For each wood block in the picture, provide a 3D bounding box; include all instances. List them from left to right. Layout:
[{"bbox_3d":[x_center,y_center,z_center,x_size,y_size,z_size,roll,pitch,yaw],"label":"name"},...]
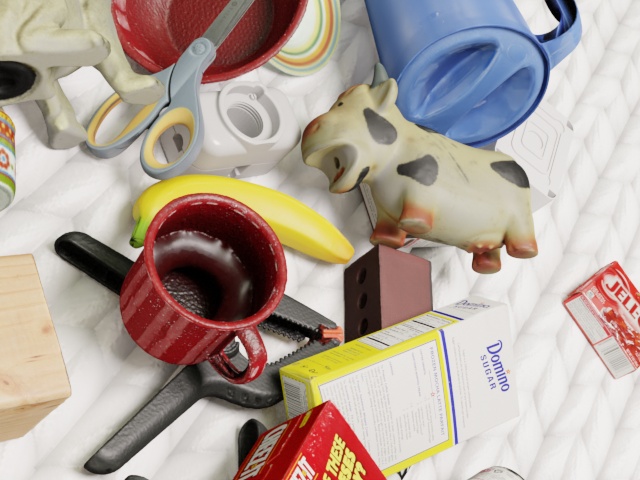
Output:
[{"bbox_3d":[-0.254,0.073,0.570,0.205,0.091,0.090,-7,69,-38],"label":"wood block"}]

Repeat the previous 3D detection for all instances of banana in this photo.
[{"bbox_3d":[-0.063,-0.016,0.794,0.197,0.037,0.069,4,61,-37],"label":"banana"}]

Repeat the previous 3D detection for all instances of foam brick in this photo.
[{"bbox_3d":[0.053,0.053,0.827,0.051,0.053,0.078,17,55,-27],"label":"foam brick"}]

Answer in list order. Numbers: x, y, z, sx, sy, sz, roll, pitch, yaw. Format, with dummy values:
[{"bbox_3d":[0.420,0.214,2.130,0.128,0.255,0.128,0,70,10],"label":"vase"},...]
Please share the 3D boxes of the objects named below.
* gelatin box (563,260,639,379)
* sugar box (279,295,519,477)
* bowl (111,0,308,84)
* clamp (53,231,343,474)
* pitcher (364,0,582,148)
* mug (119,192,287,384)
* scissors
[{"bbox_3d":[0.275,0.072,0.990,0.073,0.030,0.089,-30,84,-43],"label":"gelatin box"},{"bbox_3d":[0.061,0.109,0.762,0.175,0.048,0.093,-17,107,-32],"label":"sugar box"},{"bbox_3d":[-0.084,-0.188,0.835,0.162,0.055,0.162,-2,75,7],"label":"bowl"},{"bbox_3d":[-0.078,0.080,0.728,0.209,0.036,0.164,8,61,-28],"label":"clamp"},{"bbox_3d":[0.112,-0.208,0.936,0.149,0.145,0.243,9,45,-24],"label":"pitcher"},{"bbox_3d":[-0.072,0.039,0.677,0.093,0.082,0.117,-28,79,-36],"label":"mug"},{"bbox_3d":[-0.081,-0.120,0.772,0.201,0.016,0.096,-40,64,-7],"label":"scissors"}]
